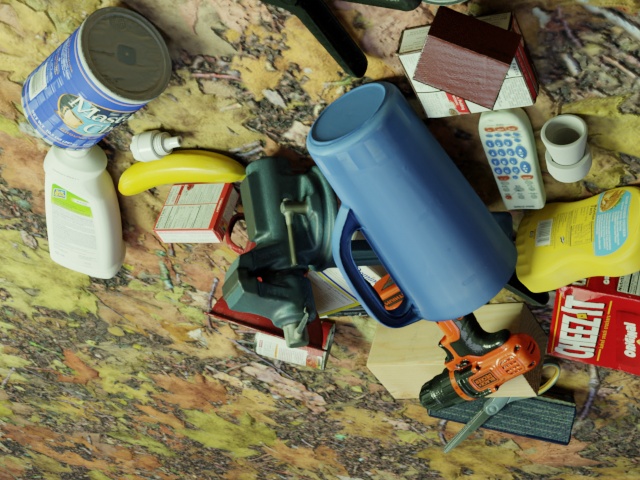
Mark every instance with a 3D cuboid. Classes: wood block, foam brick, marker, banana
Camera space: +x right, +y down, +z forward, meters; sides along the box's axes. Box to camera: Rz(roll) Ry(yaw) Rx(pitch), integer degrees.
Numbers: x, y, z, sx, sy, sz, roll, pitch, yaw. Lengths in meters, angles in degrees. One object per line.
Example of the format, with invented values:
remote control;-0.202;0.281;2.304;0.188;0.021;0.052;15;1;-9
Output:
wood block;0.178;0.145;1.393;0.206;0.090;0.090;-6;141;33
foam brick;0.126;-0.159;0.926;0.078;0.053;0.051;23;136;5
marker;0.050;0.093;1.439;0.121;0.020;0.020;-5;142;30
banana;-0.171;-0.078;1.266;0.198;0.037;0.069;-1;142;26

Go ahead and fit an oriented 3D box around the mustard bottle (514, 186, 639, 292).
mustard bottle;0.296;-0.007;1.100;0.192;0.096;0.058;-15;137;40

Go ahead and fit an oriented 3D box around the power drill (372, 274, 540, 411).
power drill;0.141;0.114;1.276;0.187;0.057;0.185;45;131;-11

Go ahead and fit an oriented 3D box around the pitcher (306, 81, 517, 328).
pitcher;0.084;-0.033;1.096;0.145;0.149;0.242;-19;124;32

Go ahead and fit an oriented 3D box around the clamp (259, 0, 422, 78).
clamp;-0.015;-0.231;0.944;0.210;0.036;0.165;32;158;-13

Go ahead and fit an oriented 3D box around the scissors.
scissors;0.229;0.208;1.445;0.202;0.016;0.096;-33;112;12

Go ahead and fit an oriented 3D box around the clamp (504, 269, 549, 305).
clamp;0.198;0.030;1.256;0.172;0.039;0.120;11;143;20

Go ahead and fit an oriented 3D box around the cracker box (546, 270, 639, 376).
cracker box;0.373;0.091;1.210;0.214;0.072;0.164;12;147;15

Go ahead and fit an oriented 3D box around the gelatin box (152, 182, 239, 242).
gelatin box;-0.150;-0.033;1.290;0.089;0.073;0.030;-1;143;27

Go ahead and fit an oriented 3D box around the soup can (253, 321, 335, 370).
soup can;-0.036;0.138;1.502;0.102;0.068;0.068;14;148;7

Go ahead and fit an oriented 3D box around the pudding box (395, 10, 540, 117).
pudding box;0.138;-0.162;0.995;0.114;0.039;0.090;-5;139;27

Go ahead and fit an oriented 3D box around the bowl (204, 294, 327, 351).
bowl;-0.061;0.091;1.335;0.162;0.055;0.162;18;175;1

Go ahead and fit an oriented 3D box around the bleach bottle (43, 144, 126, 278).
bleach bottle;-0.296;-0.050;1.346;0.102;0.068;0.251;17;146;0

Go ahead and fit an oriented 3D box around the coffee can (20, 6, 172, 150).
coffee can;-0.233;-0.164;1.103;0.102;0.102;0.141;34;144;-25

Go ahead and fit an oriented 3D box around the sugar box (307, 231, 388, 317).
sugar box;0.013;0.047;1.363;0.177;0.048;0.093;-23;129;42
